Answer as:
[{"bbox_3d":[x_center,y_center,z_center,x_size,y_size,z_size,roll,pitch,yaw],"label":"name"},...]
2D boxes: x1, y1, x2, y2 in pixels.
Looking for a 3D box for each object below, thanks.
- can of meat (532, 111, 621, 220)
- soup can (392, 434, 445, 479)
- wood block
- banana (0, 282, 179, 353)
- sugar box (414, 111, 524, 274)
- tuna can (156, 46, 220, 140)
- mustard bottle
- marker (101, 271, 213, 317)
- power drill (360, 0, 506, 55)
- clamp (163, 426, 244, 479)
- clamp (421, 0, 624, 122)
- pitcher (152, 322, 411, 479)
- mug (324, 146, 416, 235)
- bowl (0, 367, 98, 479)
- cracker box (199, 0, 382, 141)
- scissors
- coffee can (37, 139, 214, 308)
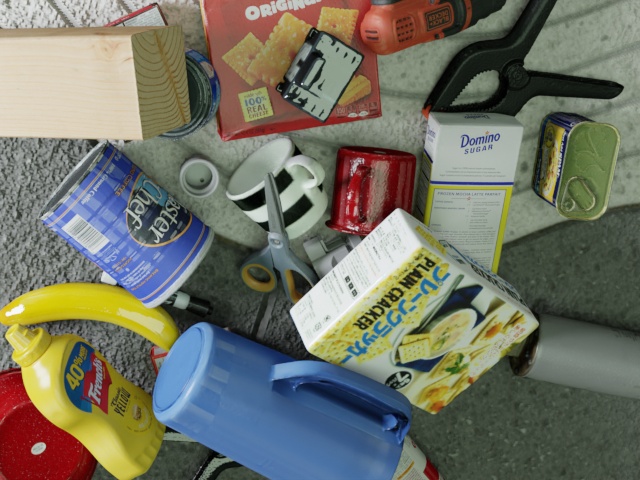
[{"bbox_3d":[0.264,-0.081,1.119,0.057,0.084,0.102,4,105,-11],"label":"can of meat"},{"bbox_3d":[0.092,0.263,1.200,0.068,0.068,0.102,-38,108,2],"label":"soup can"},{"bbox_3d":[-0.232,-0.144,0.962,0.206,0.090,0.091,3,107,22],"label":"wood block"},{"bbox_3d":[-0.227,0.078,1.094,0.197,0.037,0.069,16,87,-3],"label":"banana"},{"bbox_3d":[0.150,-0.046,1.117,0.093,0.048,0.176,1,115,-11],"label":"sugar box"},{"bbox_3d":[-0.138,-0.139,1.001,0.086,0.033,0.086,4,108,12],"label":"tuna can"},{"bbox_3d":[-0.238,0.149,1.063,0.058,0.096,0.191,-29,118,26],"label":"mustard bottle"},{"bbox_3d":[-0.169,0.054,1.117,0.121,0.020,0.020,21,101,-15],"label":"marker"},{"bbox_3d":[0.105,-0.284,1.012,0.184,0.057,0.187,-27,115,-34],"label":"power drill"},{"bbox_3d":[-0.112,0.230,1.168,0.171,0.039,0.120,-17,107,-5],"label":"clamp"},{"bbox_3d":[0.199,-0.185,1.099,0.210,0.036,0.164,-22,116,0],"label":"clamp"},{"bbox_3d":[-0.037,0.173,1.082,0.242,0.145,0.149,29,89,-23],"label":"pitcher"},{"bbox_3d":[0.050,-0.050,1.079,0.093,0.117,0.081,9,101,21],"label":"mug"},{"bbox_3d":[-0.293,0.208,1.082,0.161,0.055,0.162,6,78,-29],"label":"bowl"},{"bbox_3d":[-0.032,-0.214,1.034,0.164,0.072,0.214,-9,107,-8],"label":"cracker box"},{"bbox_3d":[-0.057,0.001,1.068,0.096,0.016,0.201,3,140,26],"label":"scissors"},{"bbox_3d":[-0.190,-0.016,1.049,0.140,0.103,0.103,42,96,-18],"label":"coffee can"}]
